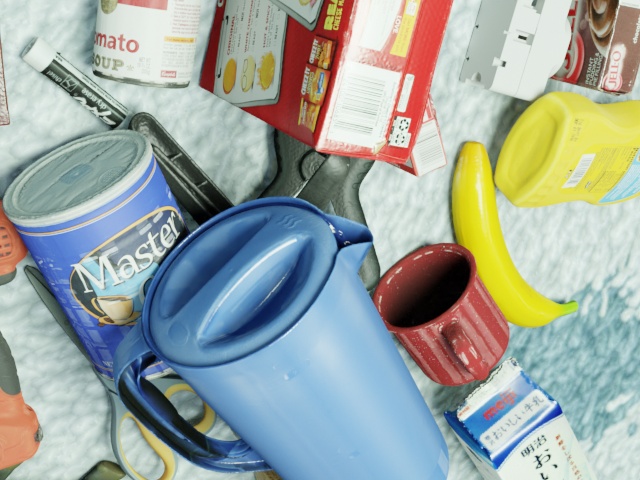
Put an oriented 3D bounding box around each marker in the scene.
[{"bbox_3d":[-0.153,-0.095,0.740,0.121,0.020,0.020,39,89,-28],"label":"marker"}]

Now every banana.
[{"bbox_3d":[0.150,0.010,0.896,0.069,0.037,0.197,-49,121,-24],"label":"banana"}]

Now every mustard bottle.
[{"bbox_3d":[0.237,-0.072,0.877,0.191,0.058,0.096,-2,131,-36],"label":"mustard bottle"}]

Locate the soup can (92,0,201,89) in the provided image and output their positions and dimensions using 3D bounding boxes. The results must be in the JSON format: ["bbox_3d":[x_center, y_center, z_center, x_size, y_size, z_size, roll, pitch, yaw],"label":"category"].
[{"bbox_3d":[-0.114,-0.157,0.709,0.068,0.069,0.102,3,106,-24],"label":"soup can"}]

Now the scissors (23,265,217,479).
[{"bbox_3d":[-0.142,0.092,0.806,0.096,0.016,0.202,-27,107,-27],"label":"scissors"}]

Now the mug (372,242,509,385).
[{"bbox_3d":[0.104,0.068,0.850,0.093,0.117,0.081,-36,122,2],"label":"mug"}]

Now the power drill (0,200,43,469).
[{"bbox_3d":[-0.275,0.077,0.721,0.184,0.057,0.188,-15,112,-18],"label":"power drill"}]

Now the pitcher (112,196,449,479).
[{"bbox_3d":[-0.013,0.101,0.711,0.145,0.149,0.242,-60,136,-30],"label":"pitcher"}]

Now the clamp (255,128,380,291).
[{"bbox_3d":[-0.010,-0.050,0.796,0.120,0.039,0.171,3,94,0],"label":"clamp"}]

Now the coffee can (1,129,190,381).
[{"bbox_3d":[-0.136,0.011,0.723,0.102,0.103,0.140,-29,122,-12],"label":"coffee can"}]

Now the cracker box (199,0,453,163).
[{"bbox_3d":[0.002,-0.153,0.677,0.072,0.214,0.164,8,104,-27],"label":"cracker box"}]

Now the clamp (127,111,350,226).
[{"bbox_3d":[-0.055,0.001,0.757,0.036,0.165,0.210,-53,152,-42],"label":"clamp"}]
